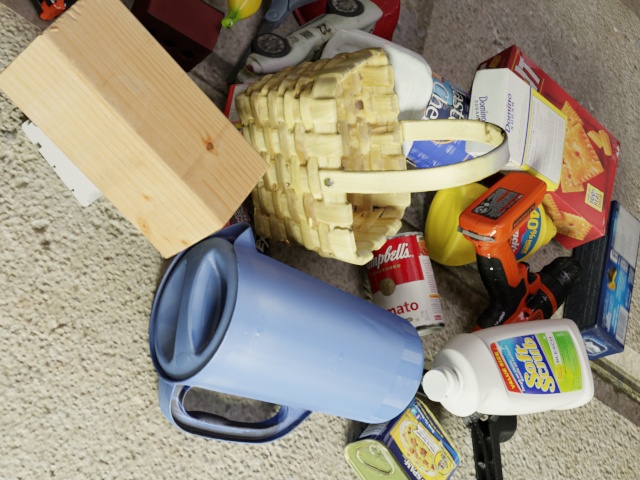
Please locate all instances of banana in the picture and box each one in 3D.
[{"bbox_3d":[-0.099,-0.300,1.067,0.069,0.037,0.198,3,64,-65],"label":"banana"}]

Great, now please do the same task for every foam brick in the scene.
[{"bbox_3d":[-0.143,-0.210,1.041,0.078,0.053,0.051,27,57,-28],"label":"foam brick"}]

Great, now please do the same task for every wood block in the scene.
[{"bbox_3d":[-0.154,-0.097,0.889,0.206,0.090,0.090,48,48,-16],"label":"wood block"}]

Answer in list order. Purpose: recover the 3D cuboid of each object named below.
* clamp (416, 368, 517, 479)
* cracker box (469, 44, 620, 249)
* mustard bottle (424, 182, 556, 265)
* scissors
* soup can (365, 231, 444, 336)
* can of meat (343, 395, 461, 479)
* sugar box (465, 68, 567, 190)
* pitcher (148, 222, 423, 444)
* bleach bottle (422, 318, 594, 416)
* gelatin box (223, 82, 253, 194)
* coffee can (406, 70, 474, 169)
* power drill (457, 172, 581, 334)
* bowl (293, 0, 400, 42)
[{"bbox_3d":[0.157,0.169,1.104,0.164,0.036,0.209,57,27,-5],"label":"clamp"},{"bbox_3d":[0.278,-0.117,1.339,0.213,0.072,0.164,37,52,-22],"label":"cracker box"},{"bbox_3d":[0.208,-0.017,1.237,0.191,0.058,0.096,4,104,-40],"label":"mustard bottle"},{"bbox_3d":[-0.059,-0.250,1.143,0.096,0.016,0.201,36,69,26],"label":"scissors"},{"bbox_3d":[0.086,0.049,1.115,0.068,0.069,0.102,-3,75,-40],"label":"soup can"},{"bbox_3d":[0.084,0.213,1.054,0.102,0.058,0.083,55,45,-9],"label":"can of meat"},{"bbox_3d":[0.218,-0.120,1.181,0.176,0.048,0.093,20,76,-53],"label":"sugar box"},{"bbox_3d":[-0.028,0.100,0.971,0.242,0.149,0.145,22,44,-35],"label":"pitcher"},{"bbox_3d":[0.186,0.137,1.075,0.250,0.068,0.102,-3,79,-51],"label":"bleach bottle"},{"bbox_3d":[-0.065,-0.099,1.049,0.089,0.030,0.073,57,36,-52],"label":"gelatin box"},{"bbox_3d":[0.105,-0.140,1.184,0.140,0.103,0.102,26,57,-29],"label":"coffee can"},{"bbox_3d":[0.224,0.022,1.185,0.184,0.057,0.187,-39,128,-30],"label":"power drill"},{"bbox_3d":[0.039,-0.286,1.222,0.161,0.055,0.162,16,62,-34],"label":"bowl"}]
